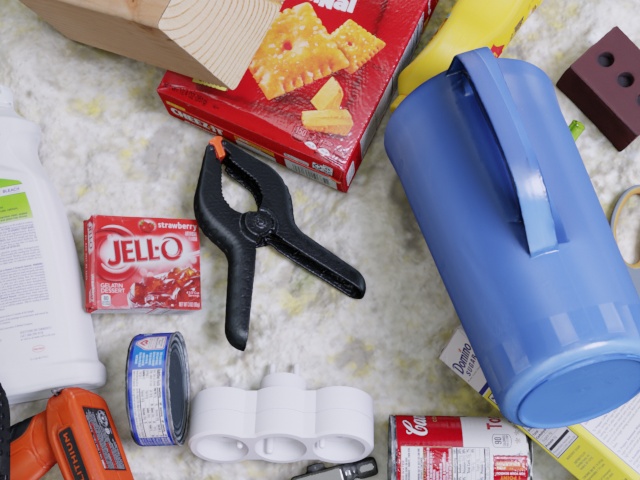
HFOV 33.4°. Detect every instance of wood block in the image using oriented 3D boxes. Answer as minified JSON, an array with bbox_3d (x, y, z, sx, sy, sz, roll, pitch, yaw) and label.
[{"bbox_3d":[-0.139,-0.193,0.805,0.206,0.090,0.090,22,80,39],"label":"wood block"}]

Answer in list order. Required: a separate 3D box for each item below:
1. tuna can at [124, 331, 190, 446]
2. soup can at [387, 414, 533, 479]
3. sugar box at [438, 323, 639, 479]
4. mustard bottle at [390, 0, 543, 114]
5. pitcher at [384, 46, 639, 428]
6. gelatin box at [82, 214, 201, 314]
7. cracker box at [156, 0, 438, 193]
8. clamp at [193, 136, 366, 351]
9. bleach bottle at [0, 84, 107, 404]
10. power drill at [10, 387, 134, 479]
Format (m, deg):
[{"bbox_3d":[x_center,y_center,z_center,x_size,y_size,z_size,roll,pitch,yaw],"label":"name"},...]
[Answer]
[{"bbox_3d":[-0.121,0.112,0.801,0.034,0.086,0.086,-3,80,3],"label":"tuna can"},{"bbox_3d":[0.102,0.164,0.792,0.102,0.068,0.068,1,80,2],"label":"soup can"},{"bbox_3d":[0.182,0.110,0.781,0.176,0.048,0.093,40,45,18],"label":"sugar box"},{"bbox_3d":[0.113,-0.151,0.833,0.058,0.096,0.191,36,83,7],"label":"mustard bottle"},{"bbox_3d":[0.136,-0.005,0.729,0.145,0.149,0.243,-45,47,35],"label":"pitcher"},{"bbox_3d":[-0.138,0.019,0.826,0.089,0.030,0.073,3,77,-31],"label":"gelatin box"},{"bbox_3d":[-0.009,-0.170,0.853,0.164,0.072,0.213,25,81,7],"label":"cracker box"},{"bbox_3d":[-0.055,0.001,0.832,0.120,0.039,0.171,-30,76,-31],"label":"clamp"},{"bbox_3d":[-0.236,-0.003,0.838,0.102,0.068,0.251,-11,78,1],"label":"bleach bottle"},{"bbox_3d":[-0.228,0.204,0.781,0.188,0.057,0.184,-26,74,9],"label":"power drill"}]
